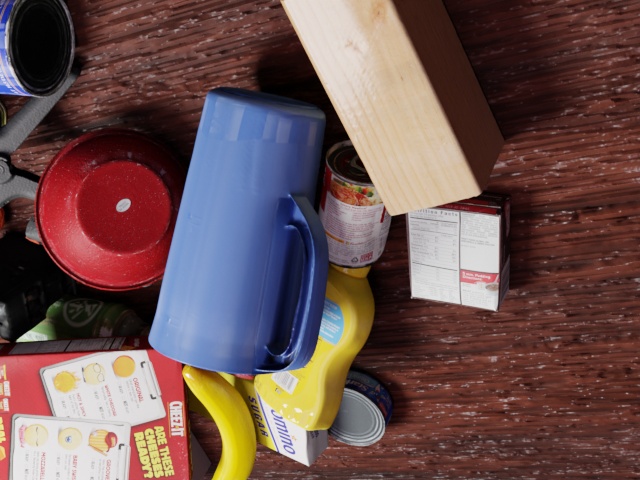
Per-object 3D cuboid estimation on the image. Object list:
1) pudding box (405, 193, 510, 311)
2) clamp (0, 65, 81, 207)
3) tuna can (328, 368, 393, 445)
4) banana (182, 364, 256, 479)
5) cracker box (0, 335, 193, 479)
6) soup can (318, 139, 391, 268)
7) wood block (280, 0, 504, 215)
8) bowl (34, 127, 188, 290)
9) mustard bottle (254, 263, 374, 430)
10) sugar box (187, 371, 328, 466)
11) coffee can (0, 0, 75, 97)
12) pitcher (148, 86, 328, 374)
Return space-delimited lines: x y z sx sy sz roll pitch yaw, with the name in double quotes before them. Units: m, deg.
"pudding box" 0.127 0.007 0.985 0.090 0.039 0.113 9 126 21
"clamp" -0.316 -0.086 1.062 0.209 0.036 0.164 -7 111 -10
"tuna can" 0.035 0.182 1.165 0.086 0.033 0.086 14 129 17
"banana" -0.104 0.207 1.150 0.069 0.037 0.198 -15 125 -18
"cracker box" -0.250 0.190 1.157 0.213 0.072 0.164 -3 101 -3
"soup can" 0.033 -0.033 0.982 0.068 0.068 0.102 19 131 12
"wood block" 0.064 -0.135 0.873 0.090 0.090 0.206 -13 118 33
"bowl" -0.193 -0.031 1.033 0.162 0.162 0.055 46 168 -12
"mustard bottle" 0.003 0.084 1.058 0.096 0.058 0.192 34 109 41
"sugar box" -0.076 0.175 1.182 0.176 0.048 0.093 20 132 32
"coffee can" -0.321 -0.191 1.012 0.140 0.102 0.103 7 127 21
"pitcher" -0.061 -0.007 0.952 0.149 0.145 0.243 11 101 -2
